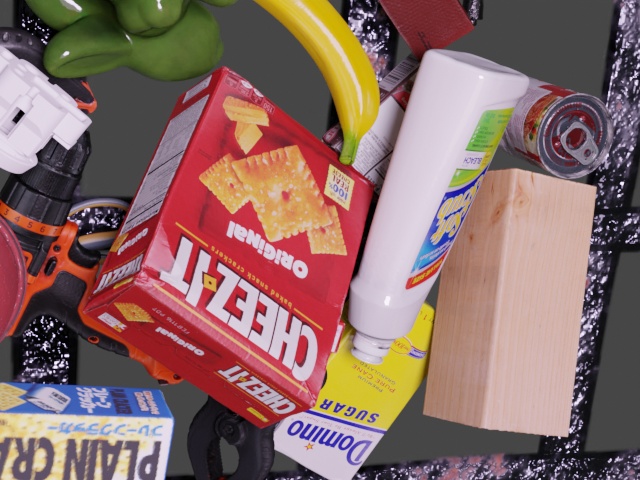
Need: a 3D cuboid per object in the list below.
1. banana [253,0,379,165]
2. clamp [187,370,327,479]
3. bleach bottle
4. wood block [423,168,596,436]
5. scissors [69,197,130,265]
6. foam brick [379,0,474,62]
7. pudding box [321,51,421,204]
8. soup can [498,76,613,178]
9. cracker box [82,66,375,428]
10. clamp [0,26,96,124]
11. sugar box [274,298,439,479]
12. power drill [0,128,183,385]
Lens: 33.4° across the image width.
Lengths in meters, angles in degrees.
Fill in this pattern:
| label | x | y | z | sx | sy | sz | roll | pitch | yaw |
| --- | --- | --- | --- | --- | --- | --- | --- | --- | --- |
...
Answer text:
| label | x | y | z | sx | sy | sz | roll | pitch | yaw |
| --- | --- | --- | --- | --- | --- | --- | --- | --- | --- |
| banana | -0.009 | -0.156 | 0.816 | 0.198 | 0.037 | 0.069 | 54 | 49 | -10 |
| clamp | -0.075 | 0.142 | 0.892 | 0.039 | 0.120 | 0.172 | -13 | 134 | -60 |
| bleach bottle | 0.080 | -0.021 | 0.838 | 0.102 | 0.068 | 0.251 | -12 | 124 | -59 |
| wood block | 0.156 | 0.052 | 0.887 | 0.090 | 0.090 | 0.206 | 10 | 85 | -27 |
| scissors | -0.232 | 0.028 | 0.827 | 0.201 | 0.016 | 0.096 | -22 | 113 | -10 |
| foam brick | 0.077 | -0.190 | 0.835 | 0.053 | 0.051 | 0.078 | -30 | 115 | 13 |
| pudding box | 0.071 | -0.087 | 0.880 | 0.113 | 0.039 | 0.090 | -42 | 115 | 0 |
| soup can | 0.184 | -0.095 | 0.879 | 0.068 | 0.102 | 0.068 | -5 | 108 | -17 |
| cracker box | -0.055 | 0.001 | 0.780 | 0.164 | 0.213 | 0.072 | 37 | 137 | -25 |
| clamp | -0.262 | -0.103 | 0.742 | 0.209 | 0.036 | 0.165 | 8 | 129 | -39 |
| sugar box | 0.033 | 0.120 | 0.929 | 0.093 | 0.048 | 0.176 | 32 | 94 | -24 |
| power drill | -0.163 | 0.018 | 0.807 | 0.187 | 0.057 | 0.184 | 25 | 103 | -22 |
